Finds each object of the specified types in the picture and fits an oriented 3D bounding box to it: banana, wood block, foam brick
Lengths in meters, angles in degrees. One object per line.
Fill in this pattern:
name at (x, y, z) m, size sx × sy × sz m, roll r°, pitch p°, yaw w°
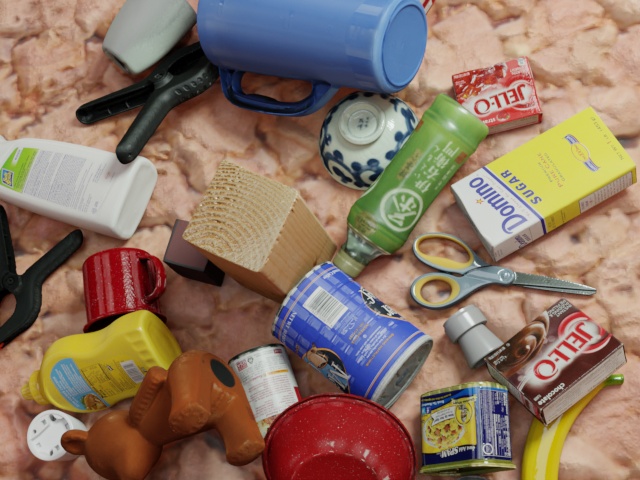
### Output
banana at (0.243, 0.212, 1.088) m, size 0.070 × 0.037 × 0.198 m, roll 23°, pitch 81°, yaw 18°
wood block at (-0.057, 0.002, 1.121) m, size 0.090 × 0.206 × 0.091 m, roll 24°, pitch 81°, yaw 17°
foam brick at (-0.137, 0.015, 1.203) m, size 0.051 × 0.078 × 0.053 m, roll 14°, pitch 79°, yaw 13°

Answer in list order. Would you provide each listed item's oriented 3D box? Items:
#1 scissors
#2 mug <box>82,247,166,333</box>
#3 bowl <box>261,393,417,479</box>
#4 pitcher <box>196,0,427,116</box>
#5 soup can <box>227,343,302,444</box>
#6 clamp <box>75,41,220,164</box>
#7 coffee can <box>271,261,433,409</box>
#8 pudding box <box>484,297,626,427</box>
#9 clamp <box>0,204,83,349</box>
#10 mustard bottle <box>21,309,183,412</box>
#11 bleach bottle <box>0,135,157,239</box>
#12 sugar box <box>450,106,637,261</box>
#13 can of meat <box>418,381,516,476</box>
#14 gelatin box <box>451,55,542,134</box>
scissors at (0.185, 0.054, 1.154) m, size 0.202 × 0.016 × 0.096 m, roll 24°, pitch 78°, yaw 18°
mug at (-0.216, 0.055, 1.198) m, size 0.117 × 0.093 × 0.081 m, roll -28°, pitch 62°, yaw 36°
bowl at (0.017, 0.236, 1.075) m, size 0.162 × 0.055 × 0.162 m, roll 2°, pitch 113°, yaw 4°
pitcher at (-0.010, -0.226, 1.187) m, size 0.243 × 0.149 × 0.144 m, roll 18°, pitch 54°, yaw 32°
soup can at (-0.055, 0.170, 1.148) m, size 0.068 × 0.068 × 0.102 m, roll -21°, pitch 71°, yaw 6°
clamp at (-0.193, -0.181, 1.274) m, size 0.209 × 0.036 × 0.165 m, roll -43°, pitch 39°, yaw -15°
coffee can at (0.033, 0.103, 1.128) m, size 0.140 × 0.102 × 0.103 m, roll 37°, pitch 85°, yaw 19°
pudding box at (0.239, 0.122, 1.087) m, size 0.113 × 0.039 × 0.090 m, roll -38°, pitch 43°, yaw -9°
clamp at (-0.367, 0.042, 1.266) m, size 0.120 × 0.039 × 0.171 m, roll 25°, pitch 81°, yaw 19°
mustard bottle at (-0.251, 0.144, 1.183) m, size 0.192 × 0.096 × 0.058 m, roll -19°, pitch 33°, yaw 20°
bleach bottle at (-0.327, -0.082, 1.280) m, size 0.251 × 0.068 × 0.102 m, roll 18°, pitch 79°, yaw 18°
sugar box at (0.240, -0.061, 1.154) m, size 0.176 × 0.048 × 0.093 m, roll -29°, pitch 60°, yaw 0°
can of meat at (0.147, 0.193, 1.085) m, size 0.102 × 0.057 × 0.084 m, roll -22°, pitch 62°, yaw 48°
gelatin box at (0.199, -0.161, 1.203) m, size 0.089 × 0.030 × 0.073 m, roll -13°, pitch 73°, yaw 9°
